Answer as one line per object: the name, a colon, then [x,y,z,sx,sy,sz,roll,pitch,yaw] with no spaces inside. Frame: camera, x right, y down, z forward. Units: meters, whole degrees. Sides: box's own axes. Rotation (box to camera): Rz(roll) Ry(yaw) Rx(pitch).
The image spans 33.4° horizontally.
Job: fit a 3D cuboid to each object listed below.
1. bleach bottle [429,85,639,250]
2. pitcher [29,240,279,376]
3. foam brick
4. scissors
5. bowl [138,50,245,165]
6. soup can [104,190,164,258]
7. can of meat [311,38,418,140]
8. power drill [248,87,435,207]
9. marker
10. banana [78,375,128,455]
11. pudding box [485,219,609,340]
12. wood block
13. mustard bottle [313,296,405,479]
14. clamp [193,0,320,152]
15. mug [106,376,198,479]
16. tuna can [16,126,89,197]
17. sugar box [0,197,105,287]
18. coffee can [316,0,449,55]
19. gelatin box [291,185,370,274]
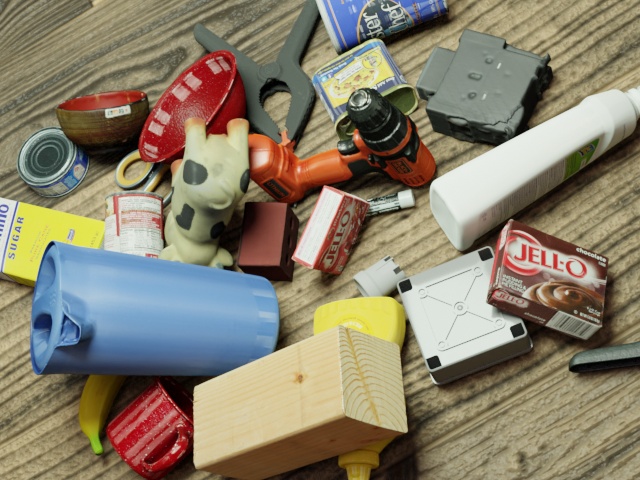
bleach bottle: [0.238,-0.086,1.131,0.250,0.102,0.068,-30,70,-5]
pitcher: [-0.174,0.076,1.108,0.242,0.145,0.149,8,54,-25]
foam brick: [-0.058,0.001,1.199,0.051,0.053,0.078,-1,68,17]
scissors: [-0.183,-0.127,1.313,0.096,0.016,0.201,18,74,22]
bowl: [-0.139,-0.142,1.246,0.162,0.055,0.162,-32,36,28]
soup can: [-0.214,0.000,1.230,0.068,0.068,0.102,-6,76,14]
can of meat: [0.049,-0.175,1.240,0.102,0.057,0.084,-28,60,3]
power drill: [0.014,-0.098,1.157,0.188,0.184,0.057,-9,64,24]
marker: [0.046,-0.035,1.201,0.121,0.020,0.020,-13,64,12]
banana: [-0.215,0.142,1.194,0.070,0.037,0.197,25,74,19]
pudding box: [0.227,0.040,1.065,0.113,0.039,0.090,22,53,-6]
wood block: [-0.025,0.165,1.046,0.207,0.090,0.091,-26,55,37]
mustard bottle: [0.040,0.157,1.097,0.096,0.058,0.191,-9,66,22]
clamp: [-0.070,-0.200,1.296,0.164,0.036,0.210,-9,67,7]
mug: [-0.167,0.203,1.117,0.081,0.093,0.117,-43,27,1]
tuna can: [-0.336,-0.099,1.338,0.086,0.033,0.086,-6,66,14]
sugar box: [-0.336,0.009,1.284,0.176,0.048,0.093,12,71,20]
coffee can: [0.069,-0.291,1.259,0.140,0.102,0.103,-20,63,8]
gelatin box: [0.013,-0.010,1.157,0.030,0.073,0.089,25,95,26]
